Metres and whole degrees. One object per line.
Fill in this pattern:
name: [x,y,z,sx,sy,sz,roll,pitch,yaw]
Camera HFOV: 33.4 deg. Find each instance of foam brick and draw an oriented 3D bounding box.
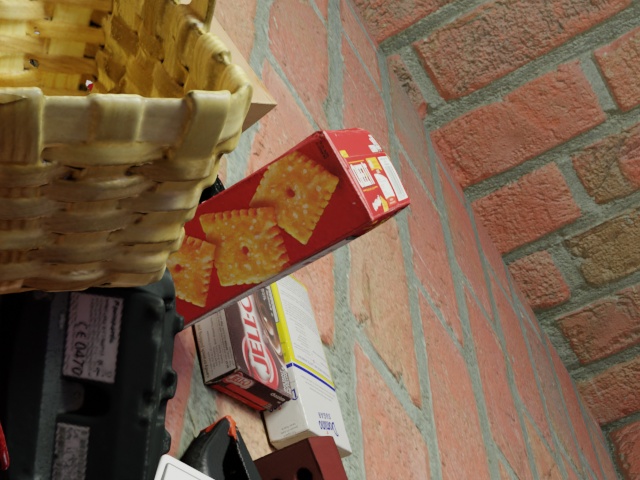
foam brick: [-0.023,0.184,0.794,0.053,0.078,0.051,68,14,17]

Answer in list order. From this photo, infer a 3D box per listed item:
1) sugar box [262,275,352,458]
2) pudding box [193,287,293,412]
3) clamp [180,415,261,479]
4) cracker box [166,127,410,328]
sugar box: [-0.028,0.111,0.970,0.093,0.048,0.176,42,29,-54]
pudding box: [-0.069,0.078,0.894,0.090,0.039,0.113,41,27,-54]
clamp: [-0.057,0.202,0.725,0.120,0.039,0.171,53,22,-34]
cracker box: [-0.055,0.001,0.733,0.072,0.214,0.164,62,15,1]
